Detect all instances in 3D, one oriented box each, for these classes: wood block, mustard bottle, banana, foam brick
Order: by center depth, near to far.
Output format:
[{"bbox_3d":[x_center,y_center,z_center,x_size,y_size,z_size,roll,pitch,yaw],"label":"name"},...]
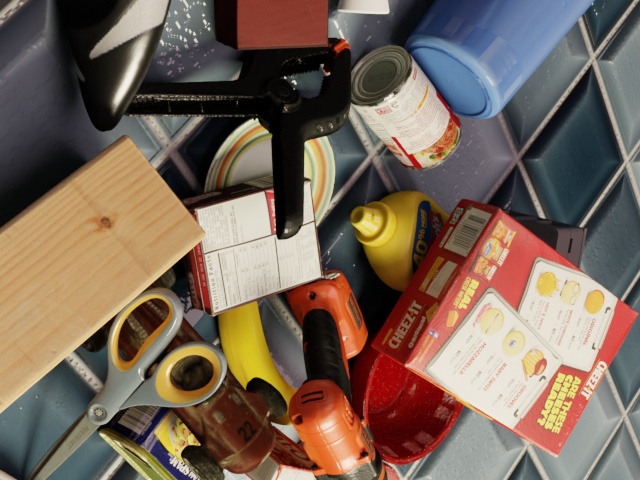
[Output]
[{"bbox_3d":[-0.189,0.032,0.707,0.205,0.090,0.091,-42,99,-28],"label":"wood block"},{"bbox_3d":[-0.038,-0.177,0.825,0.078,0.053,0.051,-6,111,-22],"label":"foam brick"},{"bbox_3d":[-0.051,0.105,0.932,0.197,0.037,0.069,61,40,-39],"label":"banana"},{"bbox_3d":[0.093,0.005,1.025,0.191,0.058,0.096,24,70,-45],"label":"mustard bottle"}]

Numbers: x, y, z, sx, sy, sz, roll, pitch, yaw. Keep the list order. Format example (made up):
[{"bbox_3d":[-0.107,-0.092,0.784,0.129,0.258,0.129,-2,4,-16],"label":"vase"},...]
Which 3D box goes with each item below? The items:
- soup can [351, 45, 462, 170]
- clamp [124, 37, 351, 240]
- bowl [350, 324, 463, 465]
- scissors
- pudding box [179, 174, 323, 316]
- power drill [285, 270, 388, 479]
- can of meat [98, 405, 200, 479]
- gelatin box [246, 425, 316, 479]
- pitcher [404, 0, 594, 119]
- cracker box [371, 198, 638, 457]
[{"bbox_3d":[0.076,-0.119,0.964,0.102,0.069,0.068,44,71,-43],"label":"soup can"},{"bbox_3d":[-0.030,-0.096,0.833,0.209,0.164,0.036,-37,168,-41],"label":"clamp"},{"bbox_3d":[0.080,0.137,1.057,0.161,0.055,0.162,-16,113,-42],"label":"bowl"},{"bbox_3d":[-0.138,0.126,0.770,0.202,0.096,0.016,-62,180,19],"label":"scissors"},{"bbox_3d":[-0.056,0.001,0.856,0.113,0.039,0.090,-17,109,-31],"label":"pudding box"},{"bbox_3d":[0.018,0.133,0.911,0.057,0.187,0.184,-16,133,7],"label":"power drill"},{"bbox_3d":[-0.116,0.153,0.864,0.084,0.058,0.102,-53,133,-22],"label":"can of meat"},{"bbox_3d":[-0.043,0.187,0.923,0.073,0.089,0.030,23,95,-47],"label":"gelatin box"},{"bbox_3d":[0.180,-0.240,0.996,0.242,0.149,0.145,-52,171,-17],"label":"pitcher"},{"bbox_3d":[0.176,0.083,1.003,0.213,0.072,0.164,33,86,-30],"label":"cracker box"}]
